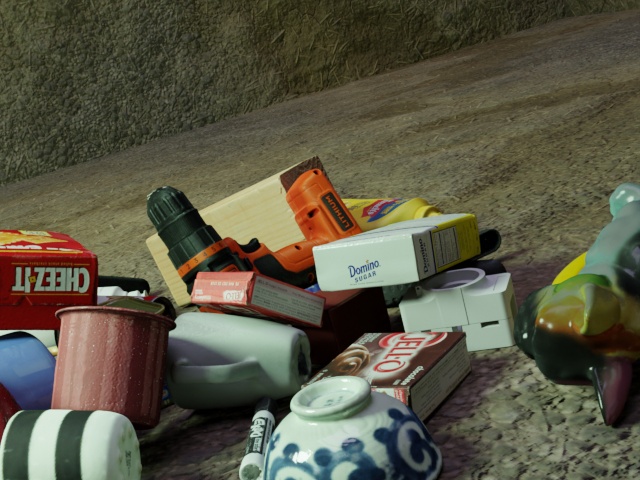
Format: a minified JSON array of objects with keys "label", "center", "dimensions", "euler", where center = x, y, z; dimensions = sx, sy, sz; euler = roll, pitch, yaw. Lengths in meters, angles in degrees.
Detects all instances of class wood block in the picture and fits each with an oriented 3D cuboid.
[{"label":"wood block","center":[-0.082,-0.008,1.191],"dimensions":[0.206,0.091,0.090],"euler":[-23,7,34]}]

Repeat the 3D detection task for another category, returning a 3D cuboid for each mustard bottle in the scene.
[{"label":"mustard bottle","center":[0.074,-0.018,1.246],"dimensions":[0.192,0.058,0.096],"euler":[1,20,46]}]

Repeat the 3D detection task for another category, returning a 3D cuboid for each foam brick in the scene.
[{"label":"foam brick","center":[0.018,0.072,0.952],"dimensions":[0.051,0.053,0.078],"euler":[-2,17,41]}]

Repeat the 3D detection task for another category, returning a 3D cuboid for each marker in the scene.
[{"label":"marker","center":[-0.044,0.145,0.788],"dimensions":[0.020,0.020,0.121],"euler":[-13,14,5]}]

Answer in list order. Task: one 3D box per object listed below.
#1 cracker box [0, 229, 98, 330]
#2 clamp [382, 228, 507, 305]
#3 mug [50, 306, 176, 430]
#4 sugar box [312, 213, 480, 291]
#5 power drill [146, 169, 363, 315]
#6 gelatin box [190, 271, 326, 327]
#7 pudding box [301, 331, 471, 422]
[{"label":"cracker box","center":[-0.290,0.031,0.935],"dimensions":[0.164,0.072,0.214],"euler":[0,4,-20]},{"label":"clamp","center":[0.104,0.035,1.044],"dimensions":[0.171,0.039,0.120],"euler":[-20,9,4]},{"label":"mug","center":[-0.158,0.103,0.823],"dimensions":[0.093,0.081,0.117],"euler":[2,-16,7]},{"label":"sugar box","center":[0.072,0.010,0.944],"dimensions":[0.093,0.048,0.176],"euler":[-8,6,26]},{"label":"power drill","center":[-0.057,0.001,1.025],"dimensions":[0.187,0.184,0.057],"euler":[-32,-2,-37]},{"label":"gelatin box","center":[-0.052,0.050,0.895],"dimensions":[0.073,0.030,0.089],"euler":[-1,-16,45]},{"label":"pudding box","center":[0.053,0.104,0.810],"dimensions":[0.090,0.039,0.113],"euler":[-5,16,31]}]
